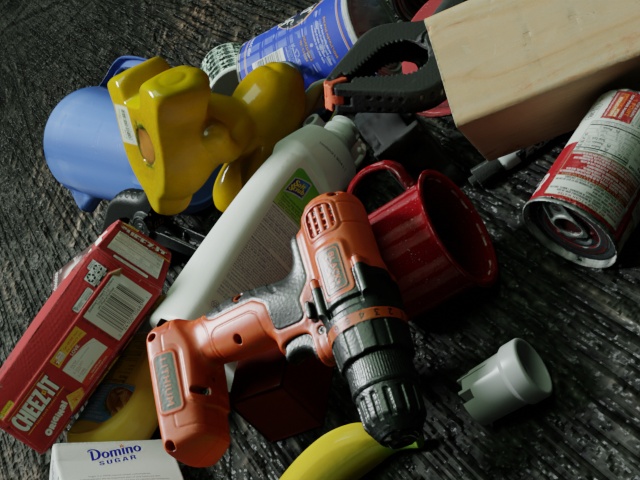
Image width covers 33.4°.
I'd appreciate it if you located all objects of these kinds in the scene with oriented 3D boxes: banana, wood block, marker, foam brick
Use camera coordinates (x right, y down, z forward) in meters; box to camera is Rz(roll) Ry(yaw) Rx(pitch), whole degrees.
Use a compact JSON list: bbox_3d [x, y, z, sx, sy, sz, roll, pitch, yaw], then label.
[{"bbox_3d":[-0.016,0.187,0.684,0.197,0.037,0.070,-52,29,-14],"label":"banana"},{"bbox_3d":[0.191,-0.142,0.741,0.206,0.090,0.090,-20,71,19],"label":"wood block"},{"bbox_3d":[0.166,-0.079,0.824,0.121,0.020,0.020,-36,31,13],"label":"marker"},{"bbox_3d":[-0.028,0.100,0.796,0.053,0.051,0.078,-24,35,31],"label":"foam brick"}]

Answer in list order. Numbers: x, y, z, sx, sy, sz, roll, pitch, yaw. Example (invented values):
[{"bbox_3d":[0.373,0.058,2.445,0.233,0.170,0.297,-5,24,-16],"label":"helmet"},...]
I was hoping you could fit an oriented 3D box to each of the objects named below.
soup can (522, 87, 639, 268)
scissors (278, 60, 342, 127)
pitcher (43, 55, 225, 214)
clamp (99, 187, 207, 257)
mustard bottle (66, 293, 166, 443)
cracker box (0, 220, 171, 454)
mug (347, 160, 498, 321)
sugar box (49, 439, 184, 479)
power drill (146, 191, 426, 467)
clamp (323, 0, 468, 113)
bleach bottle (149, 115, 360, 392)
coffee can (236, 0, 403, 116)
[{"bbox_3d":[0.188,-0.042,0.702,0.069,0.068,0.102,9,57,54],"label":"soup can"},{"bbox_3d":[-0.059,-0.089,1.029,0.202,0.016,0.096,-44,74,14],"label":"scissors"},{"bbox_3d":[-0.199,-0.109,1.185,0.144,0.149,0.243,-37,29,-25],"label":"pitcher"},{"bbox_3d":[-0.158,-0.012,1.059,0.039,0.120,0.172,-25,-2,-41],"label":"clamp"},{"bbox_3d":[-0.160,0.136,0.900,0.096,0.058,0.191,-9,44,54],"label":"mustard bottle"},{"bbox_3d":[-0.206,0.073,0.928,0.164,0.072,0.214,-54,9,2],"label":"cracker box"},{"bbox_3d":[0.061,-0.001,0.761,0.082,0.117,0.093,-32,3,28],"label":"mug"},{"bbox_3d":[-0.135,0.205,0.750,0.176,0.093,0.048,-133,48,-62],"label":"sugar box"},{"bbox_3d":[-0.025,0.081,0.713,0.188,0.057,0.184,-31,53,22],"label":"power drill"},{"bbox_3d":[0.095,-0.159,0.869,0.210,0.036,0.165,-18,51,-10],"label":"clamp"},{"bbox_3d":[-0.034,-0.002,0.891,0.068,0.102,0.250,-2,46,49],"label":"bleach bottle"},{"bbox_3d":[0.001,-0.182,1.067,0.141,0.102,0.102,-23,36,32],"label":"coffee can"}]
